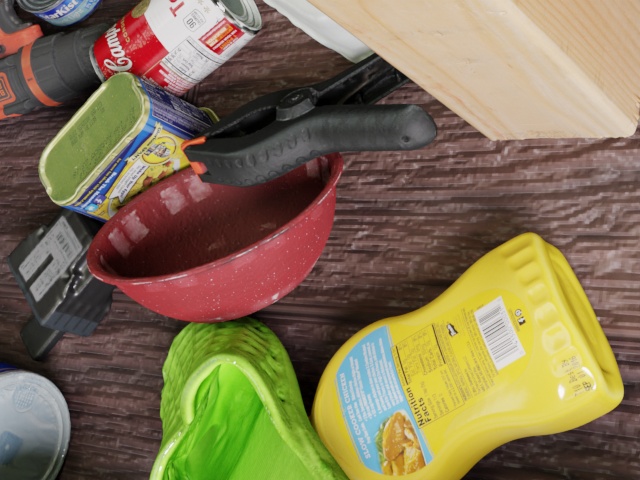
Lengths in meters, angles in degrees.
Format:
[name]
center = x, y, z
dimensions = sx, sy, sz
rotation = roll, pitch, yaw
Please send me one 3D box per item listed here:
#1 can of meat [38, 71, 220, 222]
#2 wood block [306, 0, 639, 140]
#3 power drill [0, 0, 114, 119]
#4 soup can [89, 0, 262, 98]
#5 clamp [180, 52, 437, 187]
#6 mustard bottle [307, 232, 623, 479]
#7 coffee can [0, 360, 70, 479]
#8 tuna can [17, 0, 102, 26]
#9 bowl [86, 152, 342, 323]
[can of meat]
center = -0.125, -0.056, 0.714
dimensions = 0.102, 0.083, 0.057
rotation = -45, 55, 16
[wood block]
center = 0.081, -0.124, 0.512
dimensions = 0.090, 0.205, 0.091
rotation = 2, 76, 36
[power drill]
center = -0.243, -0.186, 0.802
dimensions = 0.185, 0.057, 0.187
rotation = -14, 105, 22
[soup can]
center = -0.099, -0.140, 0.733
dimensions = 0.102, 0.068, 0.068
rotation = -35, 58, 22
[clamp]
center = -0.003, -0.065, 0.613
dimensions = 0.172, 0.039, 0.120
rotation = -23, 23, 15
[mustard bottle]
center = 0.054, 0.082, 0.559
dimensions = 0.192, 0.058, 0.096
rotation = -33, 58, 23
[coffee can]
center = -0.258, 0.124, 0.742
dimensions = 0.141, 0.102, 0.103
rotation = 12, 83, 38
[tuna can]
center = -0.205, -0.216, 0.853
dimensions = 0.086, 0.033, 0.086
rotation = -12, 69, 32
[bowl]
center = -0.054, 0.001, 0.635
dimensions = 0.162, 0.055, 0.162
rotation = -19, 25, 9
